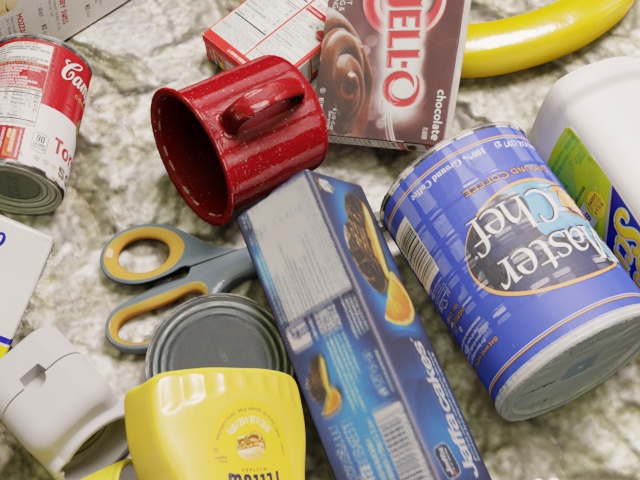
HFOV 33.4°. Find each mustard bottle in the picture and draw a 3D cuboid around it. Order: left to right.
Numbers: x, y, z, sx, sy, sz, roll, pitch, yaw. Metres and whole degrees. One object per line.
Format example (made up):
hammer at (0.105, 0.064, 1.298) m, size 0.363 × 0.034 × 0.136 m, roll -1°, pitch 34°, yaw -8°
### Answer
mustard bottle at (-0.042, 0.162, 0.535) m, size 0.096 × 0.058 × 0.191 m, roll 8°, pitch 64°, yaw -41°

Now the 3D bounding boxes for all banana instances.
banana at (0.133, -0.147, 0.737) m, size 0.198 × 0.037 × 0.069 m, roll -9°, pitch 64°, yaw 0°

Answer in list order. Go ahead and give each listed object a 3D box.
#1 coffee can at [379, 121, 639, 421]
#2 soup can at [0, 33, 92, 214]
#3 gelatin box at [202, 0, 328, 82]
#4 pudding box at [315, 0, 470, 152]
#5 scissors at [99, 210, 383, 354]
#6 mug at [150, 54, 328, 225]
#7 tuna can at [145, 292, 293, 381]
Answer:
coffee can at (0.111, 0.017, 0.613) m, size 0.102 × 0.103 × 0.140 m, roll -26°, pitch 62°, yaw -9°
soup can at (-0.195, -0.077, 0.711) m, size 0.068 × 0.068 × 0.102 m, roll 2°, pitch 63°, yaw 6°
gelatin box at (-0.026, -0.143, 0.754) m, size 0.089 × 0.030 × 0.073 m, roll -41°, pitch 65°, yaw -16°
pudding box at (0.047, -0.117, 0.701) m, size 0.090 × 0.039 × 0.113 m, roll 7°, pitch 89°, yaw 16°
scissors at (-0.054, 0.001, 0.686) m, size 0.201 × 0.016 × 0.096 m, roll -32°, pitch 64°, yaw -12°
mug at (-0.046, -0.071, 0.666) m, size 0.081 × 0.117 × 0.093 m, roll -28°, pitch 83°, yaw -26°
tuna can at (-0.058, 0.076, 0.627) m, size 0.086 × 0.034 × 0.086 m, roll 1°, pitch 71°, yaw -3°
